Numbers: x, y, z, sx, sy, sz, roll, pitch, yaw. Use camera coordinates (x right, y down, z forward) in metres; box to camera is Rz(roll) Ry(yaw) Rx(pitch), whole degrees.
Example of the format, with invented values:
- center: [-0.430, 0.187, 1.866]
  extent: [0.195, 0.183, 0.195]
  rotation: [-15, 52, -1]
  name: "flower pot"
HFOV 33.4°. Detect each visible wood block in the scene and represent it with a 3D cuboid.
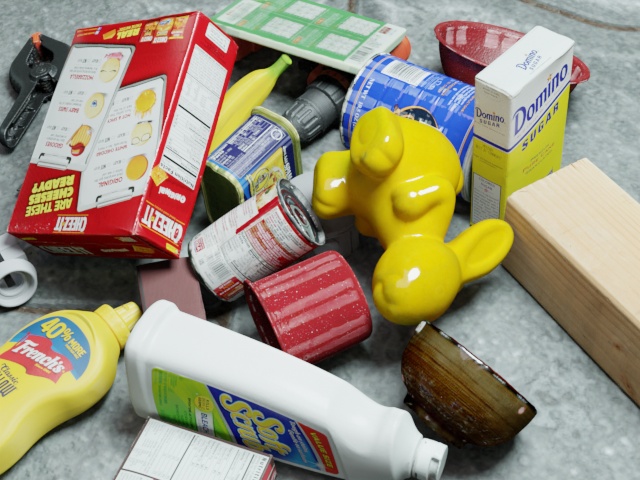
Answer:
- center: [0.250, 0.037, 0.890]
  extent: [0.090, 0.090, 0.206]
  rotation: [-25, 51, -18]
  name: "wood block"

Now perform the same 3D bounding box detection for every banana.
- center: [-0.098, -0.107, 1.035]
  extent: [0.037, 0.070, 0.197]
  rotation: [36, 61, -6]
  name: "banana"

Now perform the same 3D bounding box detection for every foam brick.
- center: [-0.126, 0.061, 0.926]
  extent: [0.051, 0.053, 0.078]
  rotation: [-13, 50, -6]
  name: "foam brick"

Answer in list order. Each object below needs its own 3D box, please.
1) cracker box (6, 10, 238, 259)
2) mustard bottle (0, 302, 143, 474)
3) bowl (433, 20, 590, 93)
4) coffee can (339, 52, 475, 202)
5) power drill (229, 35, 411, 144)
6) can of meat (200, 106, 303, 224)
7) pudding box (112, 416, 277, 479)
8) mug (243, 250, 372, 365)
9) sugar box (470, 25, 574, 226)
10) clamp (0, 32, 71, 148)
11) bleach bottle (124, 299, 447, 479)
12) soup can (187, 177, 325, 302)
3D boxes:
- center: [-0.176, -0.092, 0.966]
  extent: [0.164, 0.072, 0.213]
  rotation: [1, 69, 36]
  name: "cracker box"
- center: [-0.229, 0.112, 0.887]
  extent: [0.191, 0.058, 0.096]
  rotation: [-36, 50, -24]
  name: "mustard bottle"
- center: [0.185, -0.167, 1.073]
  extent: [0.162, 0.055, 0.162]
  rotation: [12, 28, -7]
  name: "bowl"
- center: [0.104, -0.109, 1.021]
  extent: [0.140, 0.103, 0.102]
  rotation: [26, 56, 25]
  name: "coffee can"
- center: [-0.025, -0.191, 1.137]
  extent: [0.188, 0.057, 0.184]
  rotation: [33, 59, 27]
  name: "power drill"
- center: [-0.064, -0.058, 0.993]
  extent: [0.057, 0.102, 0.083]
  rotation: [29, 59, 25]
  name: "can of meat"
- center: [-0.101, 0.194, 0.818]
  extent: [0.113, 0.039, 0.090]
  rotation: [16, 51, 15]
  name: "pudding box"
- center: [-0.013, 0.057, 0.899]
  extent: [0.081, 0.093, 0.117]
  rotation: [-23, 16, -12]
  name: "mug"
- center: [0.178, -0.091, 0.949]
  extent: [0.048, 0.176, 0.093]
  rotation: [33, 58, 29]
  name: "sugar box"
- center: [-0.302, -0.163, 1.147]
  extent: [0.120, 0.039, 0.172]
  rotation: [-22, 43, -14]
  name: "clamp"
- center: [-0.025, 0.128, 0.824]
  extent: [0.251, 0.102, 0.068]
  rotation: [16, 43, 16]
  name: "bleach bottle"
- center: [-0.056, 0.001, 0.926]
  extent: [0.102, 0.068, 0.068]
  rotation: [-33, 47, 16]
  name: "soup can"
